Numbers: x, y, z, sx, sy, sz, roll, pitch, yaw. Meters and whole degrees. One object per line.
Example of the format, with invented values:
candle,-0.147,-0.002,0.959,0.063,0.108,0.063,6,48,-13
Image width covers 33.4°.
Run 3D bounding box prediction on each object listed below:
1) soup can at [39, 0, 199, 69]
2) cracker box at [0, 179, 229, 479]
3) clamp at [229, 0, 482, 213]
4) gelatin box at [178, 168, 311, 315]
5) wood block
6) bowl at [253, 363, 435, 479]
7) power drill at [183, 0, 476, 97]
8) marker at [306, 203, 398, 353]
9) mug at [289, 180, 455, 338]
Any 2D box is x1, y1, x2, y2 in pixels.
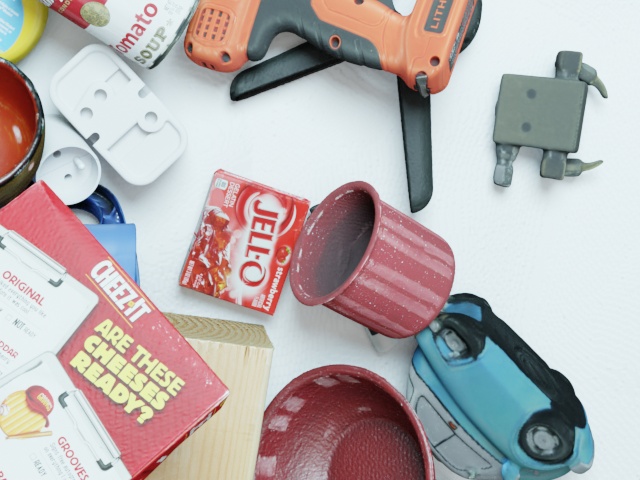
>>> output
soup can,-0.136,-0.164,0.686,0.102,0.069,0.068,31,92,-23
cracker box,-0.183,0.099,0.590,0.213,0.072,0.164,-41,84,-16
clamp,0.060,-0.135,0.764,0.164,0.036,0.210,39,89,-1
gelatin box,-0.055,0.001,0.773,0.073,0.030,0.089,19,94,-9
wood block,-0.096,0.162,0.758,0.090,0.090,0.206,9,95,-9
bowl,0.024,0.171,0.766,0.055,0.162,0.162,16,96,-51
power drill,0.014,-0.186,0.724,0.188,0.057,0.184,17,89,13
marker,0.023,0.028,0.791,0.020,0.020,0.121,-28,99,-3
mug,0.037,0.009,0.746,0.081,0.117,0.093,29,123,-30
